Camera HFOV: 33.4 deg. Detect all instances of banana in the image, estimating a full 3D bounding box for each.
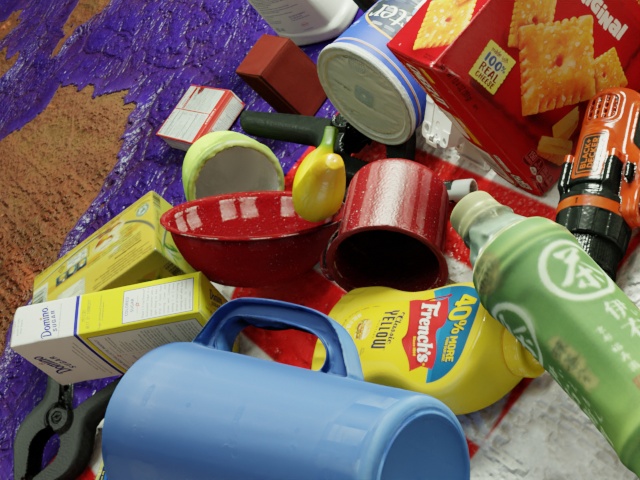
[{"bbox_3d":[-0.002,-0.048,0.849,0.198,0.037,0.070,-98,14,-77],"label":"banana"}]

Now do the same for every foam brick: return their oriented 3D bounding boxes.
[{"bbox_3d":[-0.036,-0.163,1.074,0.051,0.078,0.053,-55,36,-8],"label":"foam brick"}]

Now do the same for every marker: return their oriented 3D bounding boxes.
[{"bbox_3d":[0.071,-0.038,0.880,0.121,0.020,0.020,-2,55,33],"label":"marker"}]

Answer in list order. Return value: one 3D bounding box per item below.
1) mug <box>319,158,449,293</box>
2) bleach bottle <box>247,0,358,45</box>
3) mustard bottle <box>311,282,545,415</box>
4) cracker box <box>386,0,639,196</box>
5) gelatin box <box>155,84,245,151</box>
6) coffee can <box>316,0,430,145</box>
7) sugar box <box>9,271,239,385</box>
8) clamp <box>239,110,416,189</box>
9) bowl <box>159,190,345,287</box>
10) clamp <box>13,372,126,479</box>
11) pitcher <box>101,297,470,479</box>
[{"bbox_3d":[0.048,-0.005,0.834,0.117,0.093,0.081,-27,36,36],"label":"mug"},{"bbox_3d":[-0.071,-0.307,1.097,0.103,0.250,0.068,-3,55,44],"label":"bleach bottle"},{"bbox_3d":[0.085,0.075,0.744,0.192,0.058,0.096,-6,48,42],"label":"mustard bottle"},{"bbox_3d":[0.177,-0.162,0.782,0.214,0.164,0.072,-48,37,0],"label":"cracker box"},{"bbox_3d":[-0.133,-0.134,1.188,0.089,0.030,0.073,17,71,52],"label":"gelatin box"},{"bbox_3d":[0.080,-0.164,0.909,0.140,0.102,0.103,-45,33,-21],"label":"coffee can"},{"bbox_3d":[-0.166,0.078,0.923,0.176,0.093,0.048,-9,59,15],"label":"sugar box"},{"bbox_3d":[0.018,-0.099,0.976,0.164,0.036,0.210,-28,44,4],"label":"clamp"},{"bbox_3d":[-0.056,0.001,0.919,0.162,0.055,0.162,-2,16,0],"label":"bowl"},{"bbox_3d":[-0.239,0.157,0.990,0.120,0.039,0.171,31,82,33],"label":"clamp"},{"bbox_3d":[-0.023,0.133,0.715,0.243,0.149,0.144,1,22,44],"label":"pitcher"}]
